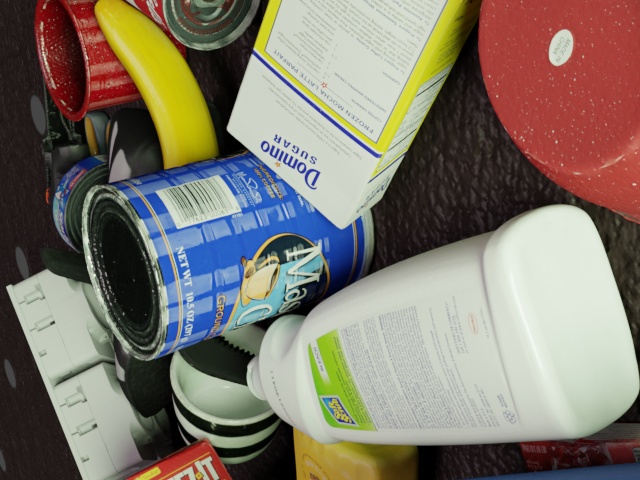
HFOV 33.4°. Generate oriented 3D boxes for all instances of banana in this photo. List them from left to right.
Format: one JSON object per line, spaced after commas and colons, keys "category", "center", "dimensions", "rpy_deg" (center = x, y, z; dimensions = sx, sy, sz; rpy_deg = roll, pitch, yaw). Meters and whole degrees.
{"category": "banana", "center": [-0.102, -0.070, 0.697], "dimensions": [0.037, 0.069, 0.198], "rpy_deg": [144, 120, -65]}

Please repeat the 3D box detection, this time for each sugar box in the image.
{"category": "sugar box", "center": [0.016, -0.094, 0.541], "dimensions": [0.093, 0.048, 0.176], "rpy_deg": [42, 144, 12]}

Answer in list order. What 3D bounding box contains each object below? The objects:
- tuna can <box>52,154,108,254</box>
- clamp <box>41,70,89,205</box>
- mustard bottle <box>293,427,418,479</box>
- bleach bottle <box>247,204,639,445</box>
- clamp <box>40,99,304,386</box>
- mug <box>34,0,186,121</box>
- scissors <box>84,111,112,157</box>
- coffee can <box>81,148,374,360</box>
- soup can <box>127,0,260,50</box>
{"category": "tuna can", "center": [-0.169, -0.025, 0.853], "dimensions": [0.034, 0.086, 0.086], "rpy_deg": [26, 126, 53]}
{"category": "clamp", "center": [-0.230, -0.077, 0.958], "dimensions": [0.172, 0.039, 0.120], "rpy_deg": [103, 158, -50]}
{"category": "mustard bottle", "center": [0.019, 0.189, 0.683], "dimensions": [0.096, 0.058, 0.192], "rpy_deg": [34, 133, 47]}
{"category": "bleach bottle", "center": [0.037, 0.055, 0.552], "dimensions": [0.251, 0.067, 0.102], "rpy_deg": [-15, 93, 53]}
{"category": "clamp", "center": [-0.086, 0.029, 0.724], "dimensions": [0.210, 0.164, 0.036], "rpy_deg": [55, -172, 15]}
{"category": "mug", "center": [-0.156, -0.141, 0.778], "dimensions": [0.117, 0.081, 0.093], "rpy_deg": [15, 117, 55]}
{"category": "scissors", "center": [-0.160, -0.018, 0.908], "dimensions": [0.096, 0.016, 0.202], "rpy_deg": [-23, 84, 61]}
{"category": "coffee can", "center": [-0.054, 0.001, 0.627], "dimensions": [0.103, 0.140, 0.103], "rpy_deg": [33, 131, 47]}
{"category": "soup can", "center": [-0.092, -0.170, 0.674], "dimensions": [0.102, 0.068, 0.068], "rpy_deg": [40, 137, 43]}
